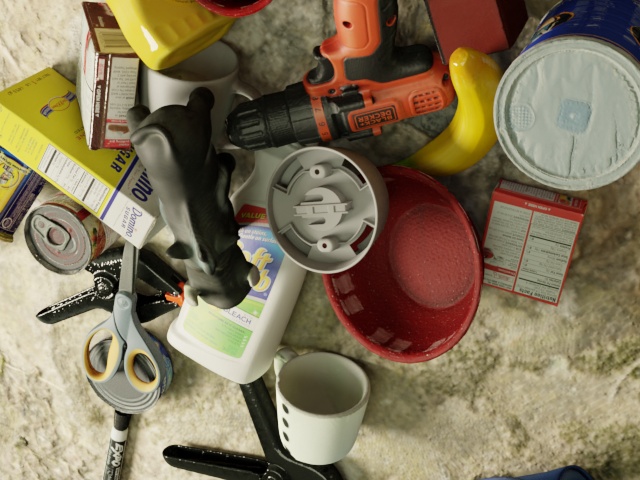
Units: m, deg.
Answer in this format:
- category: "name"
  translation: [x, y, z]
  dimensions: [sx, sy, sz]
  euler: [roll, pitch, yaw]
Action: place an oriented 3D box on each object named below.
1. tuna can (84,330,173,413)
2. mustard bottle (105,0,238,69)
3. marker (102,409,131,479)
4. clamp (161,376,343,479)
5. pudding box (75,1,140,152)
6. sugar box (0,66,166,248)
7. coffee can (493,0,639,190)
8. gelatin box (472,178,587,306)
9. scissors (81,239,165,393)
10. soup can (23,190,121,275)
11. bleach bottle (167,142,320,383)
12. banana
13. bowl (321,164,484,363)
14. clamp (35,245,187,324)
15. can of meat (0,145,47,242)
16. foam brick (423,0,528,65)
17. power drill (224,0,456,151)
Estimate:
- category: "tuna can"
  translation: [-0.192, 0.130, 1.075]
  dimensions: [0.086, 0.033, 0.086]
  euler: [9, 118, 18]
- category: "mustard bottle"
  translation: [-0.152, -0.231, 0.838]
  dimensions: [0.191, 0.096, 0.058]
  euler: [52, 142, 0]
- category: "marker"
  translation: [-0.218, 0.223, 1.142]
  dimensions: [0.020, 0.020, 0.121]
  euler: [22, 121, 11]
- category: "clamp"
  translation: [-0.052, 0.232, 1.067]
  dimensions: [0.210, 0.036, 0.165]
  euler: [45, 122, -4]
- category: "pudding box"
  translation: [-0.179, -0.139, 0.892]
  dimensions: [0.039, 0.113, 0.090]
  euler: [0, 122, -18]
- category: "sugar box"
  translation: [-0.200, -0.076, 0.940]
  dimensions: [0.176, 0.093, 0.048]
  euler: [34, 123, 2]
- category: "coffee can"
  translation: [0.184, -0.108, 0.737]
  dimensions: [0.103, 0.140, 0.103]
  euler: [9, 118, 18]
- category: "gelatin box"
  translation: [0.169, 0.002, 0.865]
  dimensions: [0.073, 0.030, 0.089]
  euler: [16, 121, 13]
- category: "scissors"
  translation: [-0.169, 0.071, 1.005]
  dimensions: [0.096, 0.016, 0.202]
  euler: [32, 123, 2]
- category: "soup can"
  translation: [-0.211, -0.021, 0.966]
  dimensions: [0.069, 0.102, 0.068]
  euler: [9, 118, 18]
- category: "bleach bottle"
  translation: [-0.056, 0.001, 0.939]
  dimensions: [0.103, 0.068, 0.251]
  euler: [29, 119, 16]
- category: "banana"
  translation: [0.106, -0.088, 0.798]
  dimensions: [0.198, 0.069, 0.037]
  euler: [115, 139, -66]
- category: "bowl"
  translation: [0.077, 0.017, 0.875]
  dimensions: [0.162, 0.055, 0.162]
  euler: [8, 103, 40]
- category: "clamp"
  translation: [-0.208, 0.029, 1.029]
  dimensions: [0.172, 0.039, 0.120]
  euler: [0, 120, 15]
- category: "can of meat"
  translation: [-0.312, -0.060, 0.996]
  dimensions: [0.102, 0.057, 0.084]
  euler: [32, 88, 4]
- category: "foam brick"
  translation: [0.114, -0.168, 0.774]
  dimensions: [0.053, 0.078, 0.051]
  euler: [-11, 113, 27]
- category: "power drill"
  translation: [-0.001, -0.145, 0.783]
  dimensions: [0.184, 0.057, 0.187]
  euler: [-14, 144, 6]
